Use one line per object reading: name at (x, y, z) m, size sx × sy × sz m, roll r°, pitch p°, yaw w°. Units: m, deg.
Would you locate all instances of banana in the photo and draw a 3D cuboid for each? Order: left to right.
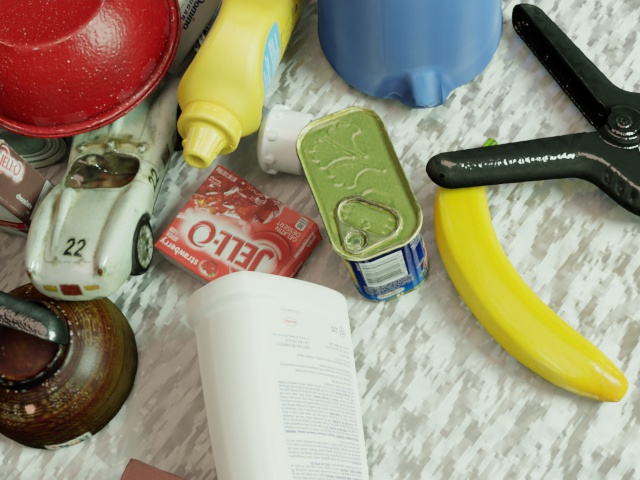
banana at (0.118, 0.021, 0.668) m, size 0.069 × 0.037 × 0.198 m, roll -23°, pitch 64°, yaw 2°

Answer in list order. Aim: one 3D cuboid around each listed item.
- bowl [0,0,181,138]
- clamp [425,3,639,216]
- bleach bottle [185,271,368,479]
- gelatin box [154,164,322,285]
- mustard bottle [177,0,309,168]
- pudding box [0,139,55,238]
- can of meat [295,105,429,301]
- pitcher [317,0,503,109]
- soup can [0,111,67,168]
bowl at (-0.179, -0.152, 0.723) m, size 0.162 × 0.055 × 0.162 m, roll -3°, pitch 65°, yaw 7°
clamp at (0.181, -0.060, 0.682) m, size 0.210 × 0.036 × 0.164 m, roll 29°, pitch 63°, yaw 17°
bleach bottle at (-0.017, 0.148, 0.607) m, size 0.068 × 0.102 × 0.251 m, roll -31°, pitch 57°, yaw 41°
gelatin box at (-0.055, 0.001, 0.716) m, size 0.089 × 0.030 × 0.073 m, roll 32°, pitch 77°, yaw 23°
mustard bottle at (-0.052, -0.128, 0.720) m, size 0.058 × 0.096 × 0.191 m, roll 19°, pitch 60°, yaw -1°
pudding box at (-0.234, -0.040, 0.726) m, size 0.090 × 0.113 × 0.039 m, roll 15°, pitch 72°, yaw 17°
can of meat at (0.029, -0.020, 0.678) m, size 0.057 × 0.084 × 0.102 m, roll -21°, pitch 64°, yaw 1°
pitcher at (0.052, -0.211, 0.670) m, size 0.149 × 0.243 × 0.145 m, roll 36°, pitch 74°, yaw 18°
soup can at (-0.219, -0.112, 0.780) m, size 0.068 × 0.068 × 0.102 m, roll -9°, pitch 65°, yaw 7°
